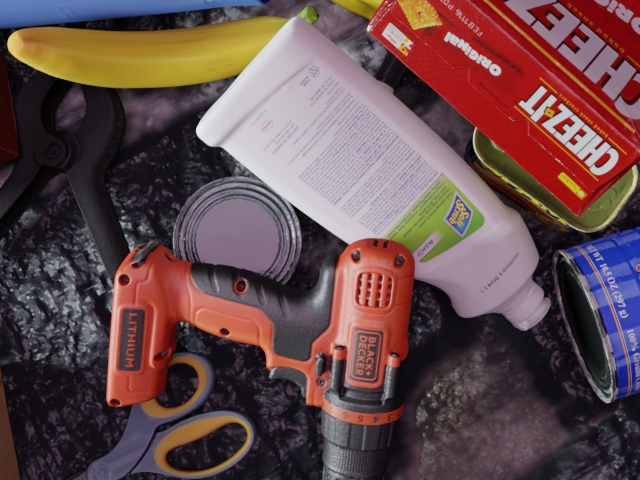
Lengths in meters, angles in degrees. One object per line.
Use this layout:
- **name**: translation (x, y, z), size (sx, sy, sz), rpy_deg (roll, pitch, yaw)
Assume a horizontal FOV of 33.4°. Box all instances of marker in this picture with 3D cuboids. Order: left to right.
- **marker**: translation (0.029, -0.078, 0.730), size (0.020, 0.020, 0.121), rpy_deg (28, 89, 2)

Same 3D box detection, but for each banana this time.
- **banana**: translation (-0.103, -0.128, 0.703), size (0.197, 0.070, 0.037), rpy_deg (-10, 65, -14)

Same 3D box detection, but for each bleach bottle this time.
- **bleach bottle**: translation (0.046, -0.026, 0.691), size (0.250, 0.068, 0.103), rpy_deg (41, 102, -11)

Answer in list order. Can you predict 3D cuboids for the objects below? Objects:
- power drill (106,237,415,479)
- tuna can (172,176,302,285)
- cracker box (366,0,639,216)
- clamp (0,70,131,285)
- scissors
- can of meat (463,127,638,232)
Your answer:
- **power drill**: translation (-0.038, 0.080, 0.680), size (0.187, 0.057, 0.184), rpy_deg (7, 104, 4)
- **tuna can**: translation (-0.055, 0.001, 0.721), size (0.086, 0.034, 0.086), rpy_deg (0, 88, 1)
- **cracker box**: translation (0.155, -0.140, 0.646), size (0.164, 0.072, 0.213), rpy_deg (42, 49, 4)
- **clamp**: translation (-0.167, -0.049, 0.723), size (0.120, 0.039, 0.171), rpy_deg (16, 88, 2)
- **scissors**: translation (-0.145, 0.136, 0.727), size (0.201, 0.016, 0.096), rpy_deg (-13, 86, 0)
- **can of meat**: translation (0.145, -0.049, 0.694), size (0.102, 0.084, 0.057), rpy_deg (36, 89, 2)
